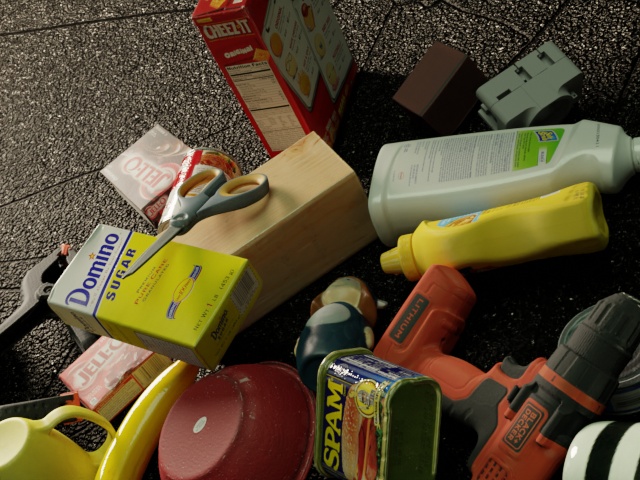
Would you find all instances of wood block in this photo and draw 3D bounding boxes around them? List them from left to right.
[{"bbox_3d":[-0.057,0.002,1.018,0.206,0.090,0.091,-34,41,-6],"label":"wood block"}]

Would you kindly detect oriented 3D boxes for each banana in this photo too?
[{"bbox_3d":[-0.157,0.185,0.927,0.070,0.037,0.197,-16,38,33],"label":"banana"}]

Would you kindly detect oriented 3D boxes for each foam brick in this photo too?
[{"bbox_3d":[0.122,-0.151,1.081,0.078,0.053,0.051,-52,44,0],"label":"foam brick"}]

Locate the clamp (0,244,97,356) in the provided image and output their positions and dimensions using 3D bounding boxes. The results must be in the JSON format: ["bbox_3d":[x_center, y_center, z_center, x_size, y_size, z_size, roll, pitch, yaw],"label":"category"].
[{"bbox_3d":[-0.270,0.068,1.110,0.120,0.039,0.171,7,42,7],"label":"clamp"}]

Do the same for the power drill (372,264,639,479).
[{"bbox_3d":[0.135,0.090,0.806,0.184,0.057,0.188,-56,39,3],"label":"power drill"}]

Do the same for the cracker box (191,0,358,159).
[{"bbox_3d":[-0.041,-0.205,1.122,0.072,0.213,0.164,-6,46,26],"label":"cracker box"}]

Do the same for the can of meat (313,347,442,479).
[{"bbox_3d":[0.043,0.140,0.798,0.057,0.102,0.084,-3,10,-35],"label":"can of meat"}]

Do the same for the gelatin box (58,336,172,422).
[{"bbox_3d":[-0.197,0.123,1.023,0.089,0.030,0.073,-43,42,-15],"label":"gelatin box"}]

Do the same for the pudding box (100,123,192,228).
[{"bbox_3d":[-0.185,-0.074,1.209,0.090,0.039,0.114,-41,41,-11],"label":"pudding box"}]

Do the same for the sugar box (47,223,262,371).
[{"bbox_3d":[-0.145,0.045,0.924,0.176,0.048,0.093,13,59,30],"label":"sugar box"}]

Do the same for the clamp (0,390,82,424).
[{"bbox_3d":[-0.326,0.175,0.980,0.210,0.164,0.036,-14,80,8],"label":"clamp"}]

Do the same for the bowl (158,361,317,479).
[{"bbox_3d":[-0.079,0.161,0.863,0.162,0.055,0.162,-26,44,29],"label":"bowl"}]

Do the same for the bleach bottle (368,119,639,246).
[{"bbox_3d":[0.174,-0.057,0.963,0.251,0.068,0.102,-6,46,23],"label":"bleach bottle"}]

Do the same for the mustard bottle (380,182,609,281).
[{"bbox_3d":[0.143,-0.001,0.906,0.192,0.058,0.096,-13,1,20],"label":"mustard bottle"}]

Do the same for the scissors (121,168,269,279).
[{"bbox_3d":[-0.102,-0.020,0.938,0.096,0.016,0.201,-6,26,11],"label":"scissors"}]

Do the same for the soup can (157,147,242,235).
[{"bbox_3d":[-0.125,-0.038,1.116,0.069,0.068,0.102,-8,45,24],"label":"soup can"}]
